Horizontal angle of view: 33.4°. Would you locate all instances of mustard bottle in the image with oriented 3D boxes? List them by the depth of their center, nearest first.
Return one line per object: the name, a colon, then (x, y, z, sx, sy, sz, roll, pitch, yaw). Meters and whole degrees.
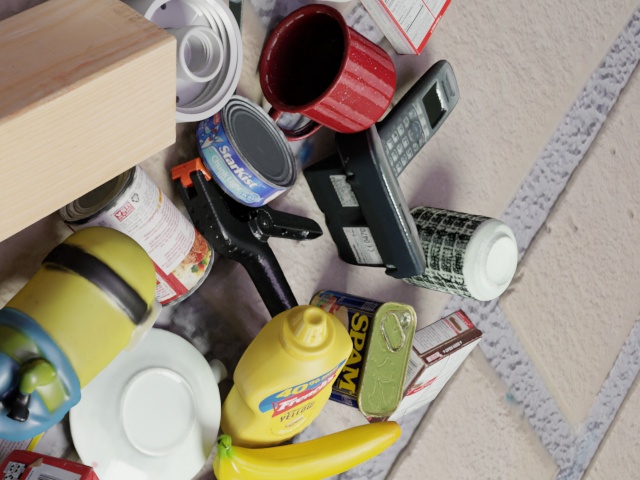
mustard bottle: (-0.024, 0.102, 0.841, 0.096, 0.058, 0.192, -21, 157, -23)

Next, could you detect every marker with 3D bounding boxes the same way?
marker: (-0.124, 0.133, 0.853, 0.120, 0.020, 0.020, -33, 120, -36)

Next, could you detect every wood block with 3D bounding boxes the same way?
wood block: (-0.196, -0.073, 0.672, 0.205, 0.090, 0.091, -36, 149, -35)

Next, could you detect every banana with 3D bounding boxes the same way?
banana: (-0.017, 0.181, 0.885, 0.197, 0.070, 0.037, 2, 58, -42)

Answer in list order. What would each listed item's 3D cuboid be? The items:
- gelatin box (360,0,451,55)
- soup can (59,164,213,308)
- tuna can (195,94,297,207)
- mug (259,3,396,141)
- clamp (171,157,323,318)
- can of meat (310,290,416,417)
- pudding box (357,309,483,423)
gelatin box: (0.077, -0.226, 0.981, 0.089, 0.030, 0.073, 45, 67, -40)
soup can: (-0.134, -0.007, 0.782, 0.068, 0.069, 0.102, -56, 131, -22)
tuna can: (-0.058, -0.070, 0.840, 0.086, 0.034, 0.086, 41, 30, -30)
mug: (0.002, -0.129, 0.892, 0.117, 0.093, 0.081, -51, 143, 15)
clamp: (-0.056, 0.001, 0.863, 0.171, 0.039, 0.120, 35, 39, -40)
can of meat: (0.031, 0.098, 0.956, 0.057, 0.084, 0.102, 12, 89, -46)
pudding box: (0.094, 0.124, 1.019, 0.089, 0.039, 0.114, -22, 153, -42)
